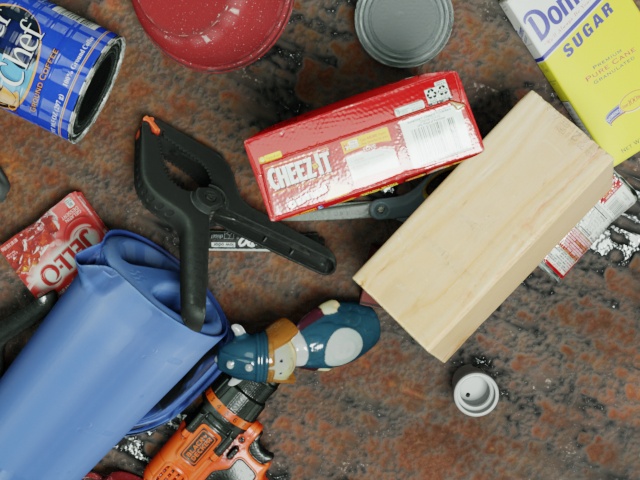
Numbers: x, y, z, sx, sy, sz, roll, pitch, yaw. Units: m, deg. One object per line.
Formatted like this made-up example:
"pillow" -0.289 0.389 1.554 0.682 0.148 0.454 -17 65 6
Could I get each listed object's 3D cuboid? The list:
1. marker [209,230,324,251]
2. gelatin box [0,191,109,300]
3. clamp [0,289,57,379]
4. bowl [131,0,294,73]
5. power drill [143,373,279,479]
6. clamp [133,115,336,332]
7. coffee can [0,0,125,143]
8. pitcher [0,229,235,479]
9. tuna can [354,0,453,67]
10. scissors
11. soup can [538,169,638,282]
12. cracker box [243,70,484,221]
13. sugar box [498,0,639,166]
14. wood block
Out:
"marker" -0.056 0.001 0.971 0.121 0.020 0.020 1 97 1
"gelatin box" -0.234 0.009 0.970 0.089 0.030 0.073 -36 96 5
"clamp" -0.322 0.079 0.969 0.120 0.039 0.172 39 106 12
"bowl" -0.104 -0.220 0.899 0.162 0.055 0.162 5 105 20
"power drill" -0.041 0.206 0.981 0.187 0.057 0.184 41 96 -2
"clamp" -0.103 -0.020 0.916 0.210 0.164 0.036 47 135 13
"coffee can" -0.253 -0.159 0.912 0.140 0.103 0.103 26 97 -3
"pitcher" -0.196 0.123 0.940 0.149 0.145 0.243 42 103 3
"tuna can" 0.072 -0.194 0.936 0.086 0.034 0.086 0 97 1
"scissors" 0.068 -0.012 0.969 0.202 0.016 0.096 -19 97 4
"soup can" 0.220 -0.022 0.939 0.068 0.068 0.102 43 96 -4
"cracker box" 0.032 -0.078 0.861 0.164 0.213 0.072 -19 95 3
"sugar box" 0.242 -0.162 0.931 0.093 0.048 0.176 -34 97 5
"wood block" 0.135 -0.008 0.871 0.206 0.090 0.090 -46 72 2
